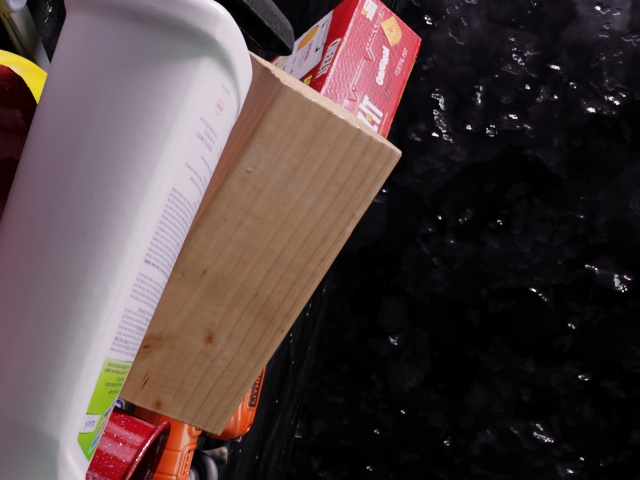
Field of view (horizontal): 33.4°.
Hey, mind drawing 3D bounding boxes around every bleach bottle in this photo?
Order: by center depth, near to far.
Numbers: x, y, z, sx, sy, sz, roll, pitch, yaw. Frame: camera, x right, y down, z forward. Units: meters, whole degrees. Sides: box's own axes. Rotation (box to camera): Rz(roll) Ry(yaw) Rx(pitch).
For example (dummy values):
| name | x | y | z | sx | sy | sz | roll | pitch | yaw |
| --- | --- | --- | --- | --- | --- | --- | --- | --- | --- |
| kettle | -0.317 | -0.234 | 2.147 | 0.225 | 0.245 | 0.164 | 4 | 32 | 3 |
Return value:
| name | x | y | z | sx | sy | sz | roll | pitch | yaw |
| --- | --- | --- | --- | --- | --- | --- | --- | --- | --- |
| bleach bottle | -0.098 | 0.031 | 0.406 | 0.102 | 0.068 | 0.251 | 70 | 39 | -80 |

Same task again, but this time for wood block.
| name | x | y | z | sx | sy | sz | roll | pitch | yaw |
| --- | --- | --- | --- | --- | --- | --- | --- | --- | --- |
| wood block | -0.054 | 0.001 | 0.650 | 0.206 | 0.090 | 0.091 | -58 | -152 | 9 |

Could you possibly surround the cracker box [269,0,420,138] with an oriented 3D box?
| name | x | y | z | sx | sy | sz | roll | pitch | yaw |
| --- | --- | --- | --- | --- | --- | --- | --- | --- | --- |
| cracker box | -0.030 | -0.073 | 0.825 | 0.214 | 0.072 | 0.164 | -30 | -149 | 45 |
